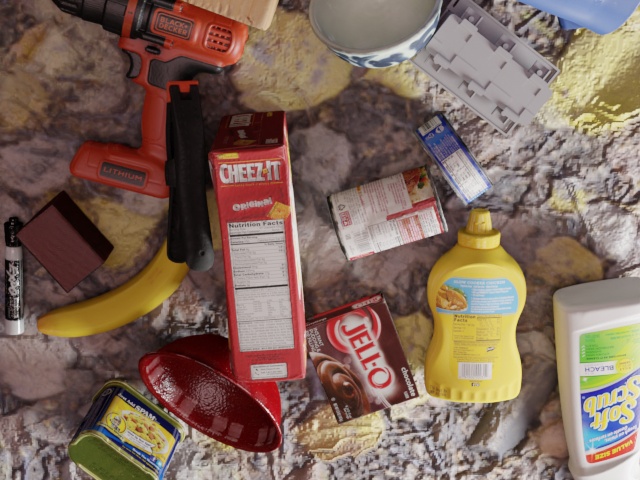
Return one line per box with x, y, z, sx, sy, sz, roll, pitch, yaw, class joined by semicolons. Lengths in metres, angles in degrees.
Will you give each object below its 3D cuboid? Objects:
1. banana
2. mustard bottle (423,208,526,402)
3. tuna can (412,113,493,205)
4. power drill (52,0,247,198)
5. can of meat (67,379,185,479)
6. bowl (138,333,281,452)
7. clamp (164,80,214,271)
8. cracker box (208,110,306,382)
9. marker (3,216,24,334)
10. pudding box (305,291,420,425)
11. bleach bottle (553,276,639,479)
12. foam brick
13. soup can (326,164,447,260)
-0.192;0.046;1.062;0.198;0.037;0.069;-39;103;13;banana
0.153;0.063;1.054;0.096;0.058;0.192;1;107;3;mustard bottle
0.124;-0.076;0.998;0.034;0.086;0.086;-35;104;8;tuna can
-0.177;-0.144;0.994;0.184;0.057;0.188;16;106;-5;power drill
-0.197;0.204;1.080;0.102;0.084;0.058;39;119;-11;can of meat
-0.098;0.142;1.056;0.162;0.055;0.162;22;147;15;bowl
-0.122;-0.053;0.955;0.039;0.120;0.171;0;84;-23;clamp
-0.056;0.001;0.982;0.072;0.164;0.214;-5;107;-1;cracker box
-0.307;0.035;1.069;0.020;0.020;0.121;4;107;-1;marker
0.040;0.119;1.082;0.090;0.039;0.113;-20;106;6;pudding box
0.297;0.167;1.084;0.102;0.068;0.251;-9;109;3;bleach bottle
-0.249;0.001;1.041;0.051;0.053;0.078;-37;103;10;foam brick
0.064;-0.026;1.023;0.102;0.068;0.068;-17;106;6;soup can
